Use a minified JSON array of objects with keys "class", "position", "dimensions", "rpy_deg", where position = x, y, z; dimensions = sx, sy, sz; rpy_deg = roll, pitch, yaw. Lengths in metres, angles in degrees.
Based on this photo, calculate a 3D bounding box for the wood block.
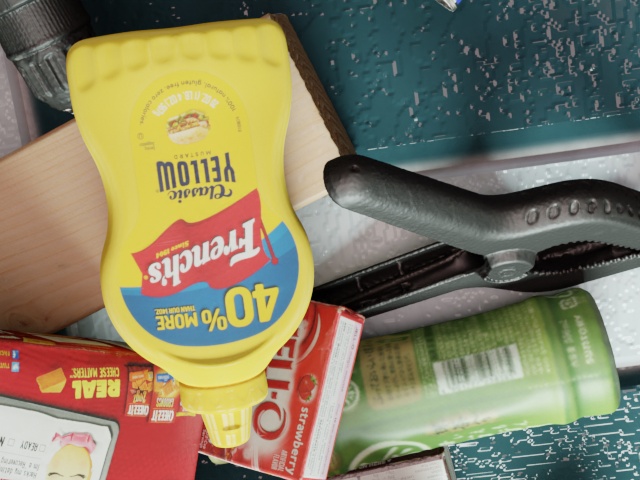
[{"class":"wood block","position":[-0.091,-0.030,0.557],"dimensions":[0.206,0.090,0.091],"rpy_deg":[-27,98,9]}]

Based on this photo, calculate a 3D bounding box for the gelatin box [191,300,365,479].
[{"class":"gelatin box","position":[-0.024,0.072,0.543],"dimensions":[0.073,0.030,0.089],"rpy_deg":[9,82,31]}]

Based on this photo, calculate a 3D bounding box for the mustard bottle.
[{"class":"mustard bottle","position":[-0.053,0.001,0.483],"dimensions":[0.096,0.058,0.191],"rpy_deg":[-8,101,-8]}]

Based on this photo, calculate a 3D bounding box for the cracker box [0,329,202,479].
[{"class":"cracker box","position":[-0.142,0.149,0.486],"dimensions":[0.072,0.163,0.214],"rpy_deg":[6,85,37]}]

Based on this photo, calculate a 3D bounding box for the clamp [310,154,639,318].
[{"class":"clamp","position":[0.086,0.006,0.555],"dimensions":[0.209,0.165,0.036],"rpy_deg":[-1,64,-15]}]
